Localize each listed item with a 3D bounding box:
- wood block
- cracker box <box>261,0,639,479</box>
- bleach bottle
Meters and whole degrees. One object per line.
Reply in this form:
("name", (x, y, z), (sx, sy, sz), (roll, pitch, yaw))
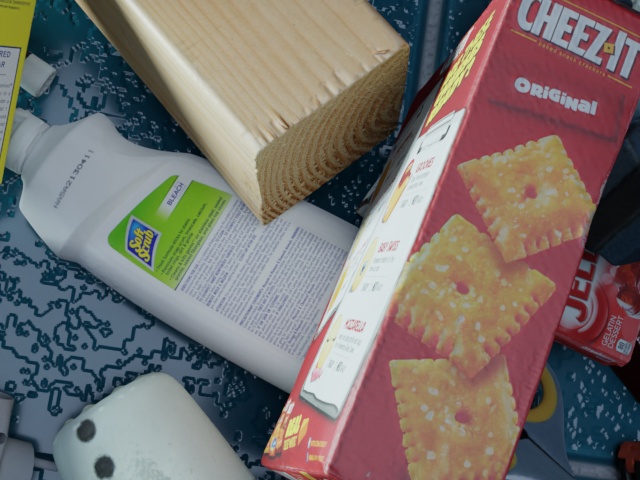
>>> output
("wood block", (-0.057, -0.122, 0.534), (0.090, 0.090, 0.206), (-36, 74, -13))
("cracker box", (0.055, 0.013, 0.464), (0.072, 0.164, 0.213), (25, 76, -5))
("bleach bottle", (-0.054, 0.001, 0.566), (0.251, 0.068, 0.102), (31, 75, -4))
